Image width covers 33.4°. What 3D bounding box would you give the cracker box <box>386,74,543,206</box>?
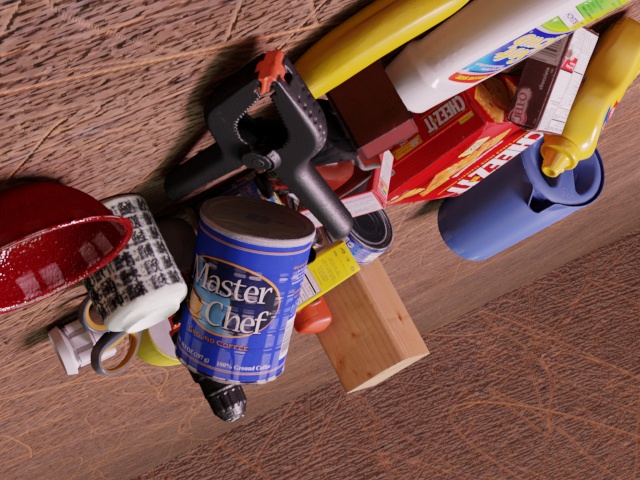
[{"bbox_3d":[0.144,-0.106,1.145,0.164,0.072,0.213,-35,166,30],"label":"cracker box"}]

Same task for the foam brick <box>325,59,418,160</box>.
[{"bbox_3d":[0.038,-0.114,0.875,0.051,0.078,0.053,-30,169,7],"label":"foam brick"}]

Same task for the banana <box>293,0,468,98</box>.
[{"bbox_3d":[0.046,-0.157,0.814,0.198,0.037,0.069,-30,167,6],"label":"banana"}]

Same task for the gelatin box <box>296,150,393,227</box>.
[{"bbox_3d":[0.025,-0.054,1.053,0.089,0.073,0.030,-17,130,28],"label":"gelatin box"}]

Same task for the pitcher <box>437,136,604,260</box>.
[{"bbox_3d":[0.270,-0.069,1.473,0.149,0.145,0.243,-7,162,-29],"label":"pitcher"}]

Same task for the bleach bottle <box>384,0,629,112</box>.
[{"bbox_3d":[0.152,-0.177,0.905,0.251,0.068,0.102,-31,167,23],"label":"bleach bottle"}]

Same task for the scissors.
[{"bbox_3d":[-0.202,0.065,1.179,0.016,0.096,0.201,-12,-150,33],"label":"scissors"}]

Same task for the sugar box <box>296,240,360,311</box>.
[{"bbox_3d":[-0.047,0.064,1.151,0.175,0.048,0.094,-35,-176,-37],"label":"sugar box"}]

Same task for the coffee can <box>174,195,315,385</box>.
[{"bbox_3d":[-0.068,0.043,0.953,0.102,0.103,0.140,-13,122,-50],"label":"coffee can"}]

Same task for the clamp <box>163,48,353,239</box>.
[{"bbox_3d":[-0.035,-0.070,0.838,0.164,0.036,0.210,16,150,-5],"label":"clamp"}]

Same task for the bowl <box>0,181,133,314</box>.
[{"bbox_3d":[-0.228,0.001,0.815,0.162,0.055,0.162,-27,167,-7],"label":"bowl"}]

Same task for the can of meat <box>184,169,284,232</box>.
[{"bbox_3d":[-0.076,-0.022,1.045,0.084,0.057,0.102,-30,167,0],"label":"can of meat"}]

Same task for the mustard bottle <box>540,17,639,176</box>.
[{"bbox_3d":[0.287,-0.144,1.140,0.191,0.058,0.096,-55,174,-22],"label":"mustard bottle"}]

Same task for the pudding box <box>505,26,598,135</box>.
[{"bbox_3d":[0.229,-0.162,1.051,0.089,0.039,0.113,-4,117,-63],"label":"pudding box"}]

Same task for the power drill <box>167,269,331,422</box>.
[{"bbox_3d":[-0.079,0.095,1.211,0.187,0.184,0.057,-19,170,-39],"label":"power drill"}]

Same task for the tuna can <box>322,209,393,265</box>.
[{"bbox_3d":[0.044,-0.016,1.259,0.085,0.086,0.034,-14,159,-49],"label":"tuna can"}]

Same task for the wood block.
[{"bbox_3d":[0.036,0.071,1.311,0.090,0.206,0.090,-33,166,21],"label":"wood block"}]
